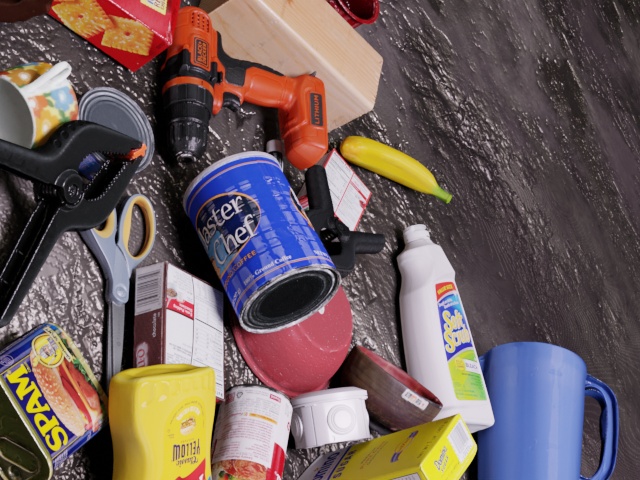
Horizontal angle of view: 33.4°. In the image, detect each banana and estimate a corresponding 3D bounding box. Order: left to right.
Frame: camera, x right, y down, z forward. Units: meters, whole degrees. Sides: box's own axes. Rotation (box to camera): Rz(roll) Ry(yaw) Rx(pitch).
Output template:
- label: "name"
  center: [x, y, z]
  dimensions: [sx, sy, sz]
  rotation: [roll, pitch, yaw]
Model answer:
- label: "banana"
  center: [0.082, -0.095, 1.297]
  dimensions: [0.197, 0.070, 0.037]
  rotation: [19, 95, -42]

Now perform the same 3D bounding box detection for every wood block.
- label: "wood block"
  center: [-0.032, -0.225, 1.206]
  dimensions: [0.205, 0.090, 0.090]
  rotation: [40, 45, -30]

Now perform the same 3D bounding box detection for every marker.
- label: "marker"
  center: [-0.050, -0.054, 1.146]
  dimensions: [0.020, 0.020, 0.121]
  rotation: [27, 51, -40]

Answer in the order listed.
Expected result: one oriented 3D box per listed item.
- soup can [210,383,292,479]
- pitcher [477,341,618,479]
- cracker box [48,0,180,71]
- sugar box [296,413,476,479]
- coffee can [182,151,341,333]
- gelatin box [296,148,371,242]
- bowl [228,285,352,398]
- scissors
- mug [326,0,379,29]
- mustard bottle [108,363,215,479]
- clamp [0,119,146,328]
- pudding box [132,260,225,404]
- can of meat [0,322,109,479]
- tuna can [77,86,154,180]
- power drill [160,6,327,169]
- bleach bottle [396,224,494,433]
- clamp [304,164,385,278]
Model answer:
- label: "soup can"
  center: [-0.064, 0.188, 0.953]
  dimensions: [0.068, 0.069, 0.102]
  rotation: [38, 44, -32]
- label: "pitcher"
  center: [0.255, 0.252, 1.251]
  dimensions: [0.144, 0.149, 0.242]
  rotation: [38, 48, -39]
- label: "cracker box"
  center: [-0.227, -0.289, 1.017]
  dimensions: [0.213, 0.072, 0.164]
  rotation: [34, 46, -34]
- label: "sugar box"
  center: [0.051, 0.218, 0.985]
  dimensions: [0.093, 0.177, 0.048]
  rotation: [-37, 102, -53]
- label: "coffee can"
  center: [-0.057, 0.001, 1.004]
  dimensions: [0.102, 0.103, 0.140]
  rotation: [8, 45, -49]
- label: "gelatin box"
  center: [0.015, -0.050, 1.215]
  dimensions: [0.073, 0.030, 0.089]
  rotation: [47, 41, -20]
- label: "bowl"
  center: [-0.017, 0.077, 1.084]
  dimensions: [0.161, 0.055, 0.162]
  rotation: [28, 50, -39]
- label: "scissors"
  center: [-0.190, 0.031, 0.929]
  dimensions: [0.096, 0.016, 0.201]
  rotation: [40, 43, -33]
- label: "mug"
  center: [0.007, -0.281, 1.291]
  dimensions: [0.093, 0.082, 0.117]
  rotation: [52, 39, -18]
- label: "mustard bottle"
  center: [-0.126, 0.198, 0.852]
  dimensions: [0.096, 0.058, 0.191]
  rotation: [-1, 93, -57]
- label: "clamp"
  center: [-0.218, -0.049, 0.860]
  dimensions: [0.209, 0.036, 0.164]
  rotation: [-46, 138, -45]
- label: "pudding box"
  center: [-0.125, 0.085, 0.951]
  dimensions: [0.090, 0.039, 0.113]
  rotation: [35, 47, -52]
- label: "can of meat"
  center: [-0.217, 0.123, 0.813]
  dimensions: [0.102, 0.058, 0.083]
  rotation: [61, 34, -7]
- label: "tuna can"
  center: [-0.196, -0.095, 0.978]
  dimensions: [0.086, 0.034, 0.086]
  rotation: [27, 51, -40]
- label: "power drill"
  center: [-0.079, -0.138, 1.109]
  dimensions: [0.187, 0.057, 0.184]
  rotation: [20, 55, -35]
- label: "bleach bottle"
  center: [0.131, 0.099, 1.249]
  dimensions: [0.102, 0.068, 0.251]
  rotation: [13, 58, -47]
- label: "clamp"
  center: [0.005, -0.015, 1.109]
  dimensions: [0.120, 0.039, 0.171]
  rotation: [47, 25, 2]
